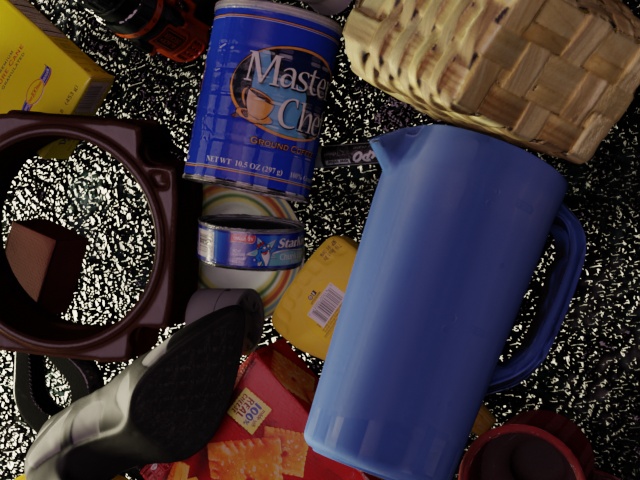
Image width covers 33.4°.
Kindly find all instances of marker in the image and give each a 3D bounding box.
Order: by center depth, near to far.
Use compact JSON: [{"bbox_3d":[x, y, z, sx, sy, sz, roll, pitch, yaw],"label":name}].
[{"bbox_3d":[0.045,-0.071,0.860,0.121,0.020,0.020,-3,93,24],"label":"marker"}]

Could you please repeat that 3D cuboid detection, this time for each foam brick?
[{"bbox_3d":[-0.257,0.024,0.981,0.053,0.051,0.078,24,103,21],"label":"foam brick"}]

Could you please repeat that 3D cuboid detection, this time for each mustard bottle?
[{"bbox_3d":[0.059,0.087,0.846,0.192,0.058,0.096,39,101,16],"label":"mustard bottle"}]

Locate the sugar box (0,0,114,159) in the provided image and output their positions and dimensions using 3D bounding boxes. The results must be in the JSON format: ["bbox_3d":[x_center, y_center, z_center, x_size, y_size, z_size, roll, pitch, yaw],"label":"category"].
[{"bbox_3d":[-0.278,-0.164,0.977,0.176,0.048,0.093,40,108,14],"label":"sugar box"}]

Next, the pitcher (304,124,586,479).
[{"bbox_3d":[0.086,0.052,0.761,0.149,0.145,0.243,16,81,24],"label":"pitcher"}]

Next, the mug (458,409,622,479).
[{"bbox_3d":[0.170,0.175,0.793,0.117,0.081,0.093,6,97,23],"label":"mug"}]

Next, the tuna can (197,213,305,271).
[{"bbox_3d":[-0.056,0.001,0.850,0.086,0.086,0.034,7,99,22],"label":"tuna can"}]

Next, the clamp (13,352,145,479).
[{"bbox_3d":[-0.220,0.170,0.985,0.165,0.036,0.210,-15,92,22],"label":"clamp"}]

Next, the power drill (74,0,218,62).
[{"bbox_3d":[-0.091,-0.223,0.828,0.188,0.184,0.057,-36,76,13],"label":"power drill"}]

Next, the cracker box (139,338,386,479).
[{"bbox_3d":[-0.026,0.216,0.887,0.214,0.072,0.164,48,111,12],"label":"cracker box"}]

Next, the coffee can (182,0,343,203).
[{"bbox_3d":[-0.045,-0.108,0.840,0.103,0.102,0.140,11,90,22],"label":"coffee can"}]
